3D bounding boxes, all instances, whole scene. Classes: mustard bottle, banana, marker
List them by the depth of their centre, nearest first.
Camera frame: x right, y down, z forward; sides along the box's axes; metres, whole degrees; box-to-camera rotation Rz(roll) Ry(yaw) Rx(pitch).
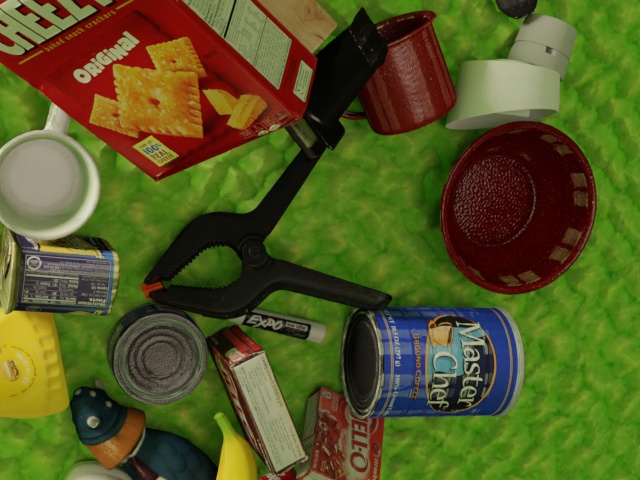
[{"bbox_3d":[-0.308,0.111,0.869,0.191,0.058,0.096,-11,102,-16],"label":"mustard bottle"},{"bbox_3d":[-0.102,0.248,0.910,0.069,0.037,0.197,28,76,-10],"label":"banana"},{"bbox_3d":[-0.053,0.071,0.965,0.121,0.020,0.020,15,95,-20],"label":"marker"}]

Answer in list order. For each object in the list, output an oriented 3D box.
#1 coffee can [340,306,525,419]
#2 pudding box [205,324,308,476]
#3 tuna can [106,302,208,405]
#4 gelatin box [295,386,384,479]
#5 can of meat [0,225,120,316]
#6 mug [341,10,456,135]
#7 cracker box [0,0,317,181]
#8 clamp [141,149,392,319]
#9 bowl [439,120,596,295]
[{"bbox_3d":[0.101,0.111,0.979,0.140,0.103,0.103,2,99,-18],"label":"coffee can"},{"bbox_3d":[-0.057,0.139,0.939,0.039,0.090,0.113,-26,107,-13],"label":"pudding box"},{"bbox_3d":[-0.142,0.100,0.934,0.086,0.034,0.086,-3,101,-18],"label":"tuna can"},{"bbox_3d":[0.020,0.187,0.980,0.073,0.030,0.089,26,48,-19],"label":"gelatin box"},{"bbox_3d":[-0.213,0.025,0.862,0.083,0.102,0.057,5,100,-22],"label":"can of meat"},{"bbox_3d":[0.058,-0.141,0.933,0.117,0.093,0.081,-17,112,16],"label":"mug"},{"bbox_3d":[-0.133,-0.144,0.773,0.213,0.164,0.072,39,48,-37],"label":"cracker box"},{"bbox_3d":[-0.056,0.001,0.932,0.210,0.036,0.164,-12,80,-7],"label":"clamp"},{"bbox_3d":[0.175,-0.033,1.001,0.162,0.055,0.162,-3,101,-18],"label":"bowl"}]
